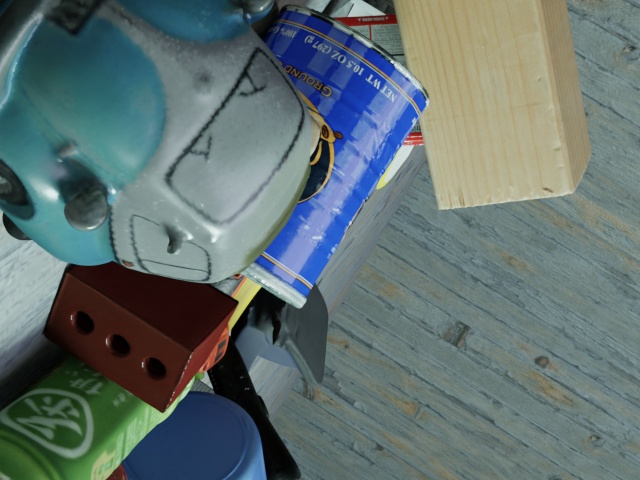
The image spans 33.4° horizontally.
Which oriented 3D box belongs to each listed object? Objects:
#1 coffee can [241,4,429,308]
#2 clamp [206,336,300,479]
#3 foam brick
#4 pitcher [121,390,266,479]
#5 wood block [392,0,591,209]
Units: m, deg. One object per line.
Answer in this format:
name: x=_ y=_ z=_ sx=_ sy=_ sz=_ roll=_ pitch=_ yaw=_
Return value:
coffee can: x=-0.017 y=-0.047 z=0.610 sx=0.140 sy=0.103 sz=0.103 roll=-57 pitch=174 yaw=-5
clamp: x=-0.062 y=0.153 z=0.919 sx=0.036 sy=0.210 sz=0.165 roll=-19 pitch=155 yaw=-15
foam brick: x=-0.094 y=0.041 z=0.559 sx=0.053 sy=0.078 sz=0.051 roll=-62 pitch=175 yaw=36
pitcher: x=-0.101 y=0.238 z=0.815 sx=0.149 sy=0.145 sz=0.243 roll=-102 pitch=-171 yaw=-49
wood block: x=0.106 y=-0.134 z=0.675 sx=0.090 sy=0.091 sz=0.206 roll=-46 pitch=126 yaw=-59
